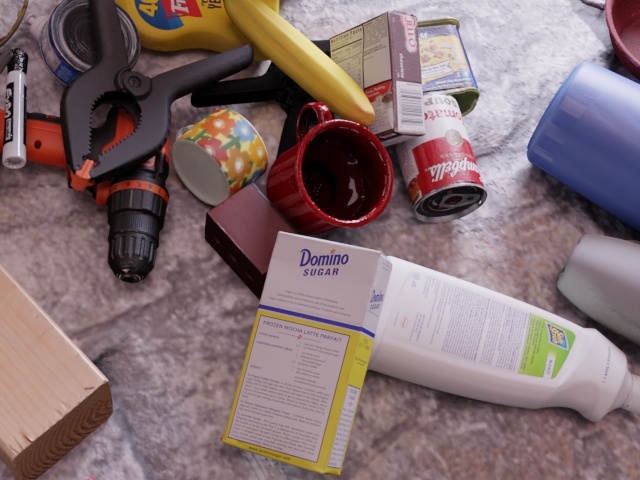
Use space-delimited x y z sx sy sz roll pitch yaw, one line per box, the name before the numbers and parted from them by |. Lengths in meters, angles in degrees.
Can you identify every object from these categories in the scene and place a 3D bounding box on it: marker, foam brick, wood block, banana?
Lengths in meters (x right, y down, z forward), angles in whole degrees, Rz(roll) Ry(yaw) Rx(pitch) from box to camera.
marker | -0.259 -0.115 0.907 0.020 0.020 0.121 -2 59 -10
foam brick | -0.056 0.001 0.923 0.051 0.053 0.078 -36 72 -23
wood block | -0.264 0.078 0.831 0.090 0.090 0.206 -40 75 -23
banana | -0.024 -0.165 0.962 0.198 0.069 0.037 41 106 9

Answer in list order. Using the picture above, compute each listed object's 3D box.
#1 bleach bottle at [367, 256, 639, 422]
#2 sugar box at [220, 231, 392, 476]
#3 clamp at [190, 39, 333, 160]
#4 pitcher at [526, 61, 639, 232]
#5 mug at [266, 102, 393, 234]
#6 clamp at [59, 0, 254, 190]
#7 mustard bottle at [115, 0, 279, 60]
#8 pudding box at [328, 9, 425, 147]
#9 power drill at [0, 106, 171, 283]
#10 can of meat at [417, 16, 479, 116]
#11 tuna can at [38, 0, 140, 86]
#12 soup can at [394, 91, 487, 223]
bleach bottle | 0.156 0.099 0.901 0.251 0.068 0.102 20 65 -1
sugar box | -0.009 0.088 0.845 0.093 0.048 0.176 12 78 23
clamp | -0.024 -0.127 1.003 0.171 0.039 0.120 -33 89 -24
pitcher | 0.321 -0.066 0.982 0.243 0.149 0.145 32 78 11
mug | 0.001 -0.062 0.930 0.093 0.082 0.117 -12 87 -27
clamp | -0.153 -0.129 0.922 0.164 0.036 0.210 21 63 -13
mustard bottle | -0.136 -0.228 1.024 0.191 0.058 0.096 4 72 -6
pudding box | 0.050 -0.142 0.971 0.039 0.090 0.113 4 81 -36
power drill | -0.225 -0.053 0.924 0.187 0.057 0.184 6 58 -9
can of meat | 0.095 -0.161 1.027 0.102 0.057 0.084 -9 67 -13
tuna can | -0.206 -0.177 0.957 0.086 0.034 0.086 11 68 -28
soup can | 0.107 -0.076 0.979 0.068 0.068 0.102 -7 64 -12
